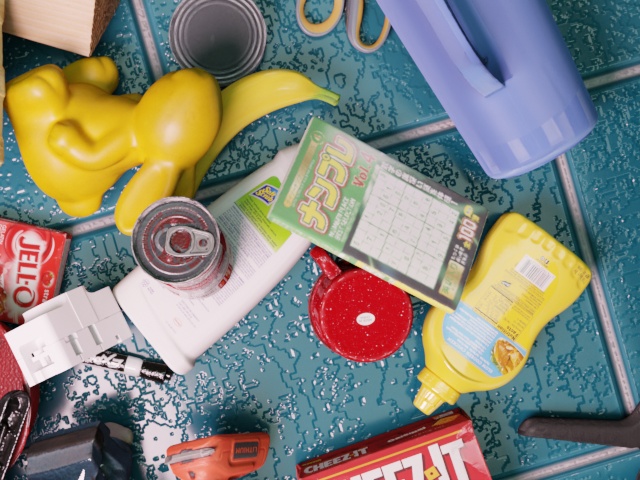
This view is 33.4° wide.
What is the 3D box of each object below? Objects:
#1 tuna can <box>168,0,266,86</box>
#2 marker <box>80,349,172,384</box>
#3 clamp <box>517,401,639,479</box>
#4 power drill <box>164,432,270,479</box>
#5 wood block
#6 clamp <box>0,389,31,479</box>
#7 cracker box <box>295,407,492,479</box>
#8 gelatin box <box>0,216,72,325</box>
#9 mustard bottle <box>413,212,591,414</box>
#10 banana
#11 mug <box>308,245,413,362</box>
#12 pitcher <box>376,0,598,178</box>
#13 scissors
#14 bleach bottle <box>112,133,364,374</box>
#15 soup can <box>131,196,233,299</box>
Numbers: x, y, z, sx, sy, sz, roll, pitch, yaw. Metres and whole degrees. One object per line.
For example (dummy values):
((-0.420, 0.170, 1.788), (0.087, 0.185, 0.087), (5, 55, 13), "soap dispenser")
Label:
((-0.091, -0.180, 0.950), (0.086, 0.034, 0.086), (0, 91, -2), "tuna can")
((-0.192, 0.107, 0.958), (0.121, 0.020, 0.020), (14, 90, -3), "marker")
((0.304, 0.200, 0.971), (0.210, 0.036, 0.164), (-24, 91, -2), "clamp")
((-0.064, 0.261, 0.913), (0.057, 0.184, 0.187), (-18, 73, 23), "power drill")
((-0.276, -0.242, 0.898), (0.206, 0.091, 0.090), (16, 46, -2), "wood block")
((-0.268, 0.202, 0.845), (0.172, 0.039, 0.120), (-36, 50, 20), "clamp")
((0.088, 0.279, 0.946), (0.164, 0.072, 0.214), (-19, 91, -2), "cracker box")
((-0.268, 0.028, 0.948), (0.073, 0.030, 0.089), (13, 91, -3), "gelatin box")
((0.148, 0.075, 0.951), (0.096, 0.058, 0.191), (38, 89, -5), "mustard bottle")
((-0.080, -0.092, 0.937), (0.198, 0.037, 0.069), (-36, 89, 10), "banana")
((0.030, 0.052, 0.935), (0.093, 0.081, 0.117), (-34, 92, -1), "mug")
((0.132, -0.175, 0.900), (0.149, 0.145, 0.243), (-34, 99, -21), "pitcher")
((0.019, -0.268, 0.961), (0.096, 0.016, 0.202), (-7, 91, -2), "scissors")
((-0.056, 0.001, 0.941), (0.251, 0.068, 0.102), (-39, 89, -3), "bleach bottle")
((-0.108, 0.009, 0.856), (0.068, 0.102, 0.068), (0, 79, 2), "soup can")
